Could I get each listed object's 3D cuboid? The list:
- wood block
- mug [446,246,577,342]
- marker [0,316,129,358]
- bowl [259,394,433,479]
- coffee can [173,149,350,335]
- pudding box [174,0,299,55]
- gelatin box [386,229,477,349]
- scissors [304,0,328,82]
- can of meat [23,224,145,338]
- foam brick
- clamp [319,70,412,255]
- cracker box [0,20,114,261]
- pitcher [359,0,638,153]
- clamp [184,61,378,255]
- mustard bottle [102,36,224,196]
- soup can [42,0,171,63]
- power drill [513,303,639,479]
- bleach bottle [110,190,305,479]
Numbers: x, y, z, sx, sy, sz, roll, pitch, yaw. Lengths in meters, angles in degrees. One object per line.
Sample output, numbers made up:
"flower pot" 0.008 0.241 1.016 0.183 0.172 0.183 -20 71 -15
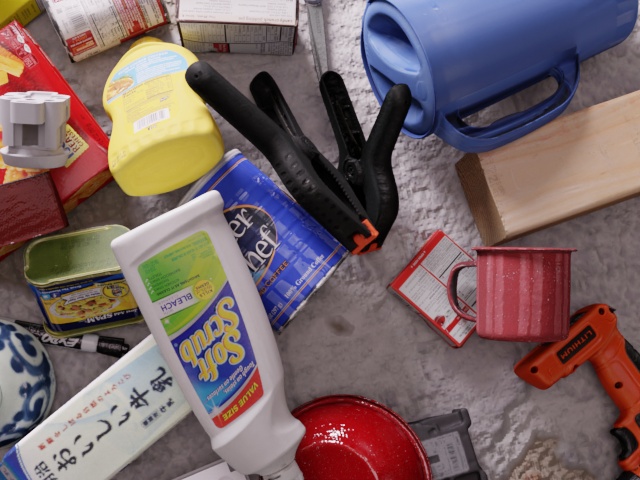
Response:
"wood block" 0.243 -0.070 0.996 0.206 0.091 0.090 -19 84 -7
"mug" 0.169 0.047 0.951 0.117 0.093 0.081 1 89 23
"marker" -0.235 0.089 0.976 0.121 0.020 0.020 10 81 -3
"bowl" 0.015 0.217 0.930 0.162 0.055 0.162 -1 87 16
"coffee can" -0.056 0.001 0.959 0.140 0.103 0.102 41 81 2
"pudding box" -0.077 -0.204 0.994 0.113 0.090 0.039 0 82 -4
"gelatin box" 0.119 0.046 1.001 0.089 0.030 0.073 41 81 0
"scissors" 0.008 -0.253 1.044 0.096 0.016 0.202 -22 84 -7
"can of meat" -0.205 0.035 0.945 0.102 0.084 0.057 -11 54 -5
"foam brick" -0.259 -0.025 0.905 0.078 0.053 0.051 -17 96 -10
"clamp" 0.035 -0.075 0.984 0.039 0.120 0.171 -8 117 -28
"cracker box" -0.310 -0.072 0.968 0.213 0.072 0.164 -37 86 -8
"pitcher" 0.171 -0.186 0.978 0.242 0.145 0.149 -23 111 -17
"clamp" -0.029 -0.077 0.934 0.036 0.164 0.210 -41 76 18
"mustard bottle" -0.146 -0.125 0.956 0.096 0.058 0.192 -24 45 6
"soup can" -0.200 -0.216 0.999 0.102 0.068 0.068 -25 84 -7
"power drill" 0.266 0.167 0.981 0.184 0.057 0.187 -40 89 -12
"bleach bottle" -0.075 0.091 0.886 0.102 0.068 0.251 -26 94 3
